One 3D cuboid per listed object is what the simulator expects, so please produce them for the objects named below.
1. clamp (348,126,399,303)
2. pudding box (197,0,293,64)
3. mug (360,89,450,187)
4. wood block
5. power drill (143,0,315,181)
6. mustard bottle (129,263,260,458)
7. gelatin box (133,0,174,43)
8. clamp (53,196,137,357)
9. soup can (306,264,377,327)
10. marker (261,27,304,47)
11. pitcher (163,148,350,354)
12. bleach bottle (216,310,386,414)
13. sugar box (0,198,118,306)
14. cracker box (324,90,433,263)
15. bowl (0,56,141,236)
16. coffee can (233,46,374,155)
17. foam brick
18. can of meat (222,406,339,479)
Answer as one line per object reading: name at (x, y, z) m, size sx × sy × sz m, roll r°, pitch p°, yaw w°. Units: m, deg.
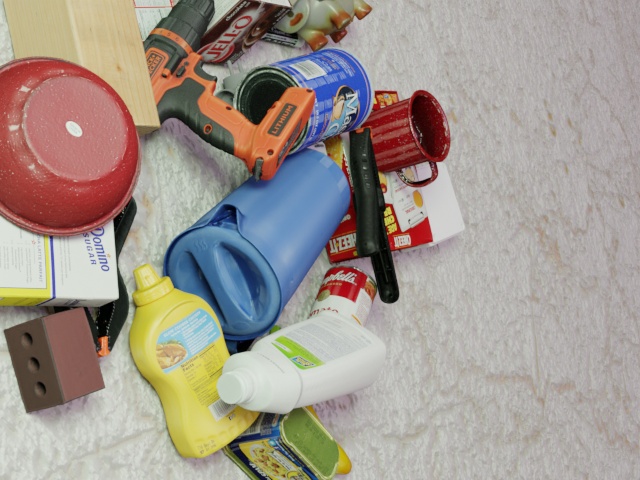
clamp at (0.060, -0.035, 1.265) m, size 0.164 × 0.036 × 0.210 m, roll 66°, pitch 16°, yaw -58°
pudding box at (-0.100, -0.246, 1.202) m, size 0.089 × 0.114 × 0.039 m, roll -8°, pitch 64°, yaw -55°
mug at (0.109, -0.122, 1.339) m, size 0.093 × 0.082 × 0.117 m, roll -35°, pitch 106°, yaw -52°
wood block at (-0.233, -0.195, 1.018) m, size 0.090 × 0.091 × 0.206 m, roll -6°, pitch 81°, yaw -55°
power drill at (-0.103, -0.159, 1.104) m, size 0.188 × 0.057 × 0.184 m, roll 26°, pitch 69°, yaw 6°
mustard bottle at (-0.135, 0.111, 1.053) m, size 0.096 × 0.058 × 0.191 m, roll -33°, pitch 104°, yaw -39°
gelatin box at (-0.193, -0.244, 1.146) m, size 0.089 × 0.030 × 0.073 m, roll -20°, pitch 94°, yaw -55°
clamp at (-0.210, 0.025, 1.004) m, size 0.120 × 0.039 × 0.171 m, roll -6°, pitch 82°, yaw -45°
soup can at (0.022, 0.088, 1.274) m, size 0.068 × 0.069 × 0.102 m, roll 52°, pitch 41°, yaw -28°
marker at (-0.063, -0.260, 1.342) m, size 0.120 × 0.020 × 0.020 m, roll -2°, pitch 78°, yaw -54°
pitcher at (-0.058, 0.001, 1.163) m, size 0.145 × 0.149 × 0.242 m, roll 50°, pitch 36°, yaw -7°
bleach bottle at (-0.029, 0.127, 1.092) m, size 0.250 × 0.103 × 0.068 m, roll -5°, pitch 118°, yaw -60°
sugar box at (-0.261, 0.008, 0.908) m, size 0.175 × 0.048 × 0.093 m, roll 6°, pitch 73°, yaw -42°
cracker box at (0.056, -0.086, 1.389) m, size 0.163 × 0.072 × 0.214 m, roll -9°, pitch 85°, yaw -53°
bowl at (-0.215, -0.087, 0.900) m, size 0.161 × 0.055 × 0.162 m, roll 9°, pitch 73°, yaw -32°
coffee can at (-0.017, -0.159, 1.214) m, size 0.140 × 0.103 × 0.103 m, roll -28°, pitch 99°, yaw -52°
foam brick at (-0.231, 0.103, 0.931) m, size 0.051 × 0.053 × 0.078 m, roll -14°, pitch 87°, yaw -55°
can of meat at (-0.040, 0.216, 1.121) m, size 0.102 × 0.084 × 0.057 m, roll 51°, pitch 41°, yaw -29°
